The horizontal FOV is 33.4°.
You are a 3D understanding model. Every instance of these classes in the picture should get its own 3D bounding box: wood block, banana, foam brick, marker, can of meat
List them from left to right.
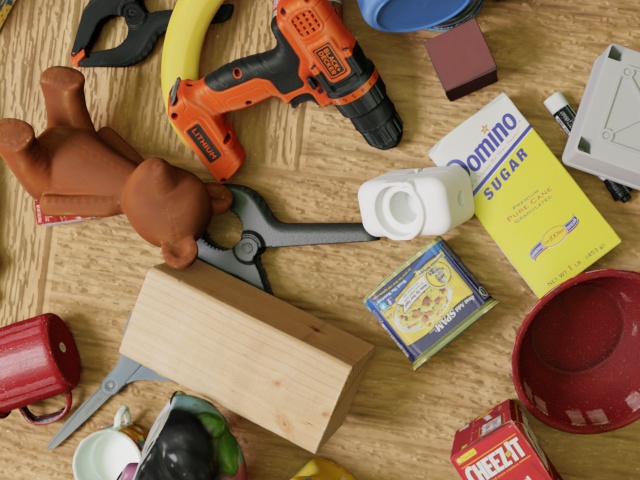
[{"bbox_3d":[-0.119,-0.190,1.040,0.069,0.037,0.198,24,106,0],"label":"banana"},{"bbox_3d":[-0.067,0.100,0.988,0.206,0.090,0.090,25,104,13],"label":"wood block"},{"bbox_3d":[0.102,0.058,1.003,0.102,0.057,0.084,-40,80,6],"label":"can of meat"},{"bbox_3d":[0.131,-0.166,0.993,0.053,0.078,0.051,-23,86,9],"label":"foam brick"},{"bbox_3d":[0.251,-0.086,0.998,0.020,0.020,0.121,-35,83,8],"label":"marker"}]

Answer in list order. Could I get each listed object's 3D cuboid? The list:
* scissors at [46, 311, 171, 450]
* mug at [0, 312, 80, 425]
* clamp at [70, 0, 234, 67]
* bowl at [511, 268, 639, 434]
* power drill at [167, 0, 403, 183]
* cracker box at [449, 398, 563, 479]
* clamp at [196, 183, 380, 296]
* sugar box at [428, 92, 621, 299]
[{"bbox_3d":[-0.190,0.149,1.075,0.096,0.016,0.202,31,94,10],"label":"scissors"},{"bbox_3d":[-0.287,0.131,1.062,0.081,0.093,0.117,-18,107,5],"label":"mug"},{"bbox_3d":[-0.185,-0.239,1.071,0.171,0.039,0.120,-28,87,6],"label":"clamp"},{"bbox_3d":[0.242,0.091,0.959,0.162,0.055,0.162,-3,110,-8],"label":"bowl"},{"bbox_3d":[-0.035,-0.129,1.010,0.188,0.057,0.184,-27,119,17],"label":"power drill"},{"bbox_3d":[0.201,0.249,0.926,0.072,0.164,0.214,-34,83,6],"label":"cracker box"},{"bbox_3d":[-0.057,0.001,1.043,0.210,0.036,0.164,41,98,7],"label":"clamp"},{"bbox_3d":[0.188,-0.041,0.995,0.093,0.048,0.176,-38,83,8],"label":"sugar box"}]
